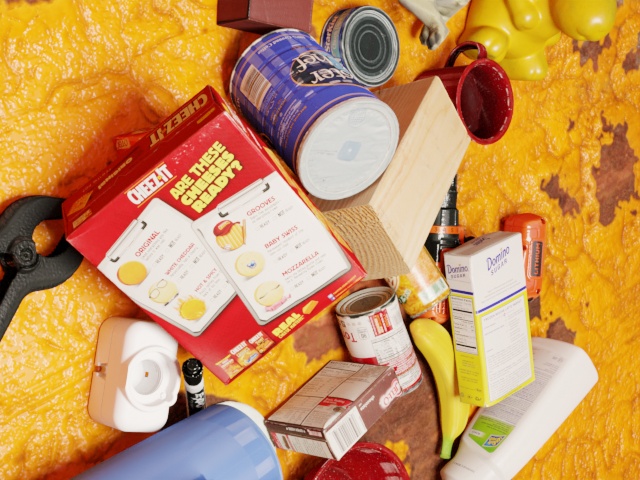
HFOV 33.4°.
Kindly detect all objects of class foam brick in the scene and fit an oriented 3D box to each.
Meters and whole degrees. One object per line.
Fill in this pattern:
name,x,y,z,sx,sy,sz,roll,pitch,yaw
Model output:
foam brick,-0.052,-0.226,1.016,0.078,0.053,0.051,4,90,-41

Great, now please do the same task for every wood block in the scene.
wood block,0.067,-0.062,1.065,0.090,0.091,0.205,57,41,-28

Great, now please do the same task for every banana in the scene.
banana,0.138,0.151,1.189,0.069,0.037,0.198,-64,144,-51

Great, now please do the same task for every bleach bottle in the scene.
bleach bottle,0.215,0.221,1.250,0.250,0.103,0.068,-44,115,-23

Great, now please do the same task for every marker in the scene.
marker,-0.113,0.136,0.957,0.020,0.020,0.121,-51,164,-27

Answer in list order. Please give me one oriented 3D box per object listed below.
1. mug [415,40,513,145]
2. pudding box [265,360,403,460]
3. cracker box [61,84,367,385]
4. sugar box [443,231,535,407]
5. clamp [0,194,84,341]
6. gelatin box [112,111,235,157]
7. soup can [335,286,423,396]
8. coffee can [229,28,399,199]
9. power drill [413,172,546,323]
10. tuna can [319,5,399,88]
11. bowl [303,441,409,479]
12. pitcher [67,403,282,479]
mug,0.153,-0.162,1.175,0.093,0.082,0.117,11,86,-40
pudding box,0.014,0.166,1.065,0.113,0.090,0.039,-37,113,-37
cracker box,-0.087,0.000,0.908,0.164,0.072,0.213,-38,124,5
sugar box,0.186,0.085,1.173,0.093,0.048,0.176,-21,107,-41
clamp,-0.248,0.024,0.872,0.171,0.039,0.120,-26,110,-37
gelatin box,-0.128,-0.091,0.946,0.089,0.073,0.030,-21,105,-37
soup can,0.062,0.108,1.121,0.068,0.069,0.102,-31,111,-35
coffee can,-0.008,-0.118,0.980,0.102,0.140,0.103,-20,135,-22
power drill,0.178,0.002,1.222,0.187,0.057,0.184,2,95,-38
tuna can,0.042,-0.200,1.110,0.085,0.034,0.086,-3,94,-40
bowl,0.022,0.284,1.105,0.161,0.055,0.162,-3,94,-40
pitcher,-0.143,0.233,0.882,0.242,0.149,0.145,-28,136,-38
